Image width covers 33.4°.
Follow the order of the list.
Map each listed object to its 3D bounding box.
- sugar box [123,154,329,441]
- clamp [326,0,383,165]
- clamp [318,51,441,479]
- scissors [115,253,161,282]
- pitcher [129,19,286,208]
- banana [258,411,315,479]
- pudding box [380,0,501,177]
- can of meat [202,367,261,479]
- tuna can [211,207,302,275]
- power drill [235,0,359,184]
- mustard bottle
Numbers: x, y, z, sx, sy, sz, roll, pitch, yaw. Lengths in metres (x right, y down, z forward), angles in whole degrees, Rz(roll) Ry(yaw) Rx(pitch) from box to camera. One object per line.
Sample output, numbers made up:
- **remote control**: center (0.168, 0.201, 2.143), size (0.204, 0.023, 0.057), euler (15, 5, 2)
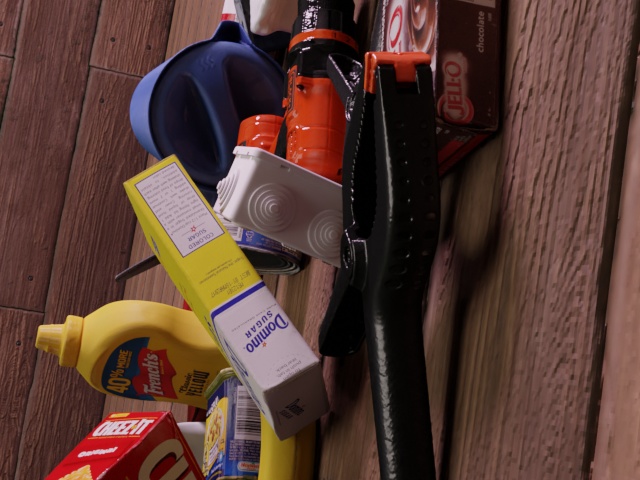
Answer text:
- **sugar box**: center (-0.061, 0.038, 0.689), size (0.176, 0.048, 0.093), euler (55, 168, 26)
- **clamp**: center (0.032, -0.080, 0.651), size (0.120, 0.039, 0.171), euler (126, 151, -63)
- **clamp**: center (0.028, 0.009, 0.529), size (0.165, 0.036, 0.210), euler (-128, 37, -68)
- **scissors**: center (-0.143, 0.017, 1.088), size (0.201, 0.016, 0.096), euler (-40, -21, -40)
- **pitcher**: center (-0.119, -0.112, 1.036), size (0.149, 0.145, 0.243), euler (-41, 16, -9)
- **banana**: center (-0.031, 0.153, 0.718), size (0.070, 0.037, 0.198), euler (-29, 54, 52)
- **pudding box**: center (0.059, -0.094, 0.551), size (0.090, 0.039, 0.113), euler (137, 141, -68)
- **can of meat**: center (-0.056, 0.149, 0.803), size (0.102, 0.057, 0.084), euler (127, 148, -63)
- **tuna can**: center (-0.056, 0.001, 0.847), size (0.086, 0.086, 0.034), euler (143, 137, -71)
- **power drill**: center (-0.020, -0.101, 0.837), size (0.188, 0.057, 0.184), euler (129, 149, -63)
- **mustard bottle**: center (-0.133, 0.092, 0.867), size (0.058, 0.191, 0.096), euler (-93, 19, -44)
